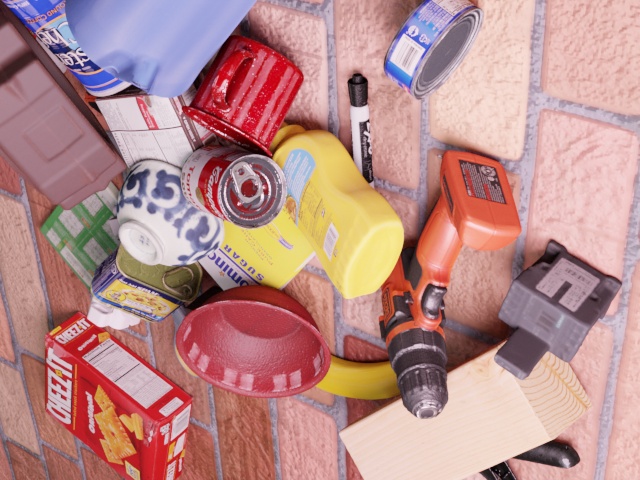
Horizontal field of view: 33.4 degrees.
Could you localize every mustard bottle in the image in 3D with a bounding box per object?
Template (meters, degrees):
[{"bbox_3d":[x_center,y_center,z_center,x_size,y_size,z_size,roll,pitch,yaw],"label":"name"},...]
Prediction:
[{"bbox_3d":[0.002,-0.044,0.978,0.192,0.058,0.096,55,145,34],"label":"mustard bottle"}]

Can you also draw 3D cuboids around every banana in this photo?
[{"bbox_3d":[0.033,0.134,1.118,0.198,0.037,0.069,10,126,37],"label":"banana"}]

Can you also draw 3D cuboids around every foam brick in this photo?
[{"bbox_3d":[-0.105,0.093,1.202,0.078,0.052,0.051,15,126,35],"label":"foam brick"}]

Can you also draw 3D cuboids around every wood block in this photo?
[{"bbox_3d":[0.129,0.164,0.980,0.206,0.090,0.091,-36,79,38],"label":"wood block"}]

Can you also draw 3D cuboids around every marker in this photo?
[{"bbox_3d":[0.037,-0.095,0.972,0.020,0.020,0.121,18,128,33],"label":"marker"}]

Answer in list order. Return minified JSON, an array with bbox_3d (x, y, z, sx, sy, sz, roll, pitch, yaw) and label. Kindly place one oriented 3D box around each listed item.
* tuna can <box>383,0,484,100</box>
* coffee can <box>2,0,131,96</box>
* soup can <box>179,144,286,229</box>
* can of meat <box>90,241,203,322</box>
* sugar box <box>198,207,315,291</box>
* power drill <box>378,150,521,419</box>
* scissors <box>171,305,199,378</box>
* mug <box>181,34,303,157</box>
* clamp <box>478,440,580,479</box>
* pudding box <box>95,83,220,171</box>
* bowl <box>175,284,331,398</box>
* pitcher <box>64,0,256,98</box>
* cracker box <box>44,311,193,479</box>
[{"bbox_3d":[0.088,-0.154,0.836,0.034,0.086,0.086,40,137,15],"label":"tuna can"},{"bbox_3d":[-0.228,-0.222,1.021,0.103,0.102,0.140,3,146,41],"label":"coffee can"},{"bbox_3d":[-0.084,-0.052,1.000,0.102,0.068,0.068,20,133,60],"label":"soup can"},{"bbox_3d":[-0.197,0.045,1.201,0.102,0.057,0.084,25,143,-23],"label":"can of meat"},{"bbox_3d":[-0.057,0.002,1.103,0.093,0.048,0.176,48,137,5],"label":"sugar box"},{"bbox_3d":[0.103,0.033,0.905,0.057,0.184,0.188,11,131,-17],"label":"power drill"},{"bbox_3d":[-0.180,0.092,1.292,0.202,0.016,0.096,51,140,-1],"label":"scissors"},{"bbox_3d":[-0.070,-0.135,0.960,0.093,0.081,0.117,26,175,16],"label":"mug"},{"bbox_3d":[0.167,0.213,1.050,0.172,0.039,0.120,29,123,32],"label":"clamp"},{"bbox_3d":[-0.162,-0.114,1.069,0.114,0.039,0.090,2,126,40],"label":"pudding box"},{"bbox_3d":[-0.066,0.096,1.109,0.162,0.055,0.162,6,137,5],"label":"bowl"},{"bbox_3d":[-0.099,-0.249,0.896,0.243,0.144,0.149,-41,82,34],"label":"pitcher"},{"bbox_3d":[-0.276,0.222,1.428,0.214,0.072,0.164,33,134,22],"label":"cracker box"}]
